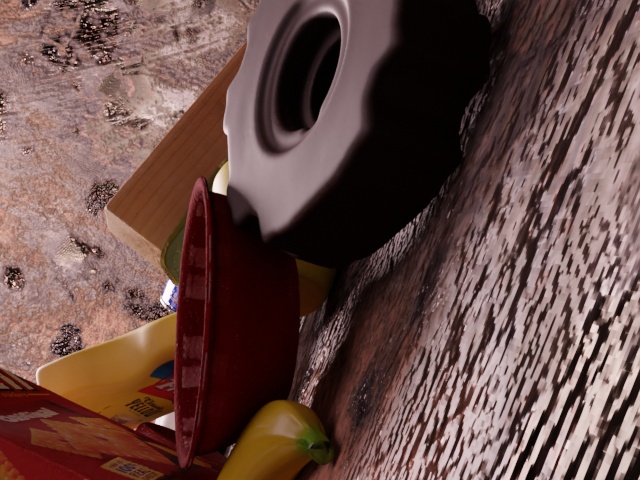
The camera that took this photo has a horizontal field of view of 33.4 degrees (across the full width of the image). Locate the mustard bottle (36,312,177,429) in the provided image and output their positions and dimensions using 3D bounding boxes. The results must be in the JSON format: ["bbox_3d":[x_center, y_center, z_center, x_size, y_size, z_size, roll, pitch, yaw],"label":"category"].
[{"bbox_3d":[-0.103,0.089,0.781,0.096,0.192,0.058,47,-156,-55],"label":"mustard bottle"}]

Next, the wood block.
[{"bbox_3d":[-0.080,-0.069,0.899,0.206,0.090,0.091,-52,0,-14],"label":"wood block"}]

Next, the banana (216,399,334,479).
[{"bbox_3d":[-0.042,0.145,0.550,0.069,0.037,0.198,-75,10,-57],"label":"banana"}]

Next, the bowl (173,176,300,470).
[{"bbox_3d":[-0.047,0.047,0.596,0.162,0.055,0.162,-177,90,-77],"label":"bowl"}]

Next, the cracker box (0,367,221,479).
[{"bbox_3d":[-0.165,0.134,0.627,0.072,0.214,0.164,-68,-17,-2],"label":"cracker box"}]
